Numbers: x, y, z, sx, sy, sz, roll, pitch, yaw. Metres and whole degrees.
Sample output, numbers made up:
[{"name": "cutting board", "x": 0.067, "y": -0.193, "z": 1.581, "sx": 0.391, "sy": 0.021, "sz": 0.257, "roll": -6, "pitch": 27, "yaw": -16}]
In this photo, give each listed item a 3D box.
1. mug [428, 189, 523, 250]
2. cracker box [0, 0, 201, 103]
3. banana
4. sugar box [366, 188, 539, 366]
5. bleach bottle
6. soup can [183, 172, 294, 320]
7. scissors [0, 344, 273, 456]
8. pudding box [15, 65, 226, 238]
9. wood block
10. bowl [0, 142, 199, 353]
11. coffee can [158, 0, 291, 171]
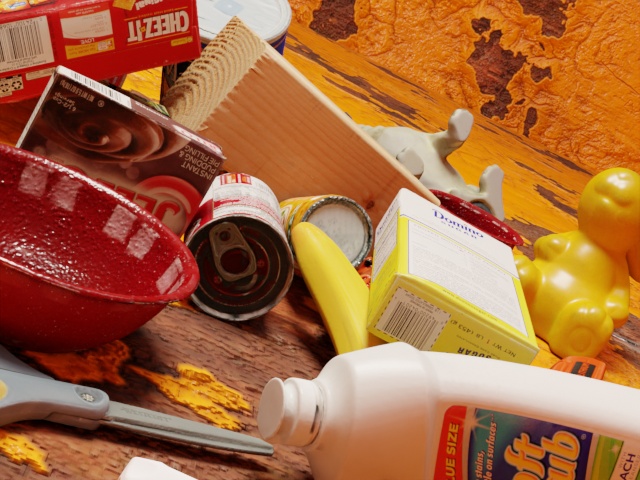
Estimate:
[{"name": "mug", "x": 0.117, "y": 0.013, "z": 0.919, "sx": 0.093, "sy": 0.081, "sz": 0.117, "roll": 33, "pitch": 16, "yaw": 19}, {"name": "cracker box", "x": -0.207, "y": -0.191, "z": 0.826, "sx": 0.164, "sy": 0.072, "sz": 0.214, "roll": -17, "pitch": 38, "yaw": -21}, {"name": "banana", "x": 0.019, "y": 0.058, "z": 0.625, "sx": 0.069, "sy": 0.037, "sz": 0.198, "roll": 49, "pitch": 15, "yaw": -29}, {"name": "sugar box", "x": 0.080, "y": 0.028, "z": 0.673, "sx": 0.093, "sy": 0.048, "sz": 0.176, "roll": 29, "pitch": 16, "yaw": -4}, {"name": "bleach bottle", "x": 0.084, "y": 0.110, "z": 0.537, "sx": 0.250, "sy": 0.103, "sz": 0.068, "roll": 13, "pitch": 16, "yaw": -25}, {"name": "soup can", "x": -0.054, "y": 0.001, "z": 0.686, "sx": 0.068, "sy": 0.068, "sz": 0.102, "roll": 24, "pitch": 15, "yaw": -13}, {"name": "scissors", "x": -0.119, "y": 0.062, "z": 0.471, "sx": 0.201, "sy": 0.016, "sz": 0.096, "roll": 13, "pitch": 20, "yaw": -43}, {"name": "pudding box", "x": -0.127, "y": -0.040, "z": 0.643, "sx": 0.113, "sy": 0.090, "sz": 0.039, "roll": 27, "pitch": 12, "yaw": -17}, {"name": "wood block", "x": -0.014, "y": -0.070, "z": 0.845, "sx": 0.205, "sy": 0.091, "sz": 0.090, "roll": 39, "pitch": 8, "yaw": -33}, {"name": "bowl", "x": -0.144, "y": 0.008, "z": 0.529, "sx": 0.162, "sy": 0.055, "sz": 0.162, "roll": 25, "pitch": 15, "yaw": -7}, {"name": "coffee can", "x": -0.086, "y": -0.145, "z": 0.917, "sx": 0.102, "sy": 0.140, "sz": 0.103, "roll": 7, "pitch": 46, "yaw": -7}]
